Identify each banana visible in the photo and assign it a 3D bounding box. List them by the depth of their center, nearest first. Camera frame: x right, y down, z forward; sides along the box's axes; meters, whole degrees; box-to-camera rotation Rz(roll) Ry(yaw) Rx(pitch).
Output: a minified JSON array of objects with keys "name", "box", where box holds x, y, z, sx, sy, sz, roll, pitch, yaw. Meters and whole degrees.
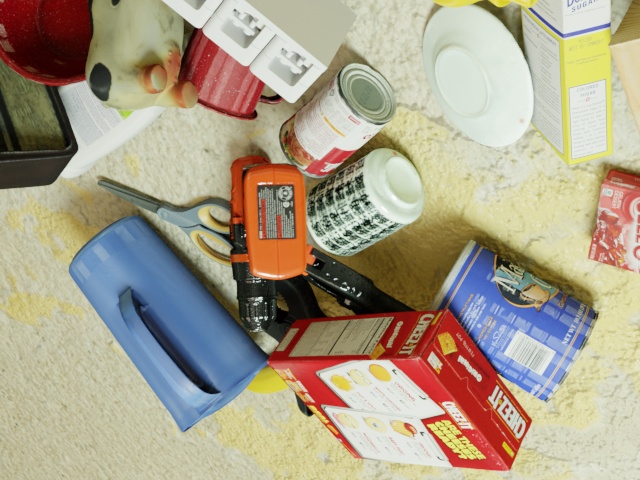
[{"name":"banana","box":[-0.047,0.145,1.279,0.198,0.037,0.069,-28,107,43]}]

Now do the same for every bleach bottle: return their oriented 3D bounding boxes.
[{"name":"bleach bottle","box":[-0.207,-0.151,1.127,0.251,0.068,0.102,-20,108,39]}]

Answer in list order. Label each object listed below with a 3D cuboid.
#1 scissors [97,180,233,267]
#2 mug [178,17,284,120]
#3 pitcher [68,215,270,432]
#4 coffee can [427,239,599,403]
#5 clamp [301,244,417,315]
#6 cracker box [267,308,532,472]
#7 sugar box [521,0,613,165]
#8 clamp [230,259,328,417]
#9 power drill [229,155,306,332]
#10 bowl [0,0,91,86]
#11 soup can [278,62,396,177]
[{"name":"scissors","box":[-0.165,-0.041,1.222,0.202,0.016,0.096,34,134,5]},{"name":"mug","box":[-0.076,-0.167,1.008,0.117,0.093,0.081,17,110,-24]},{"name":"pitcher","box":[-0.181,0.092,1.231,0.243,0.144,0.149,50,145,5]},{"name":"coffee can","box":[0.181,0.077,1.030,0.140,0.102,0.103,30,135,9]},{"name":"clamp","box":[0.034,0.055,1.101,0.171,0.039,0.120,36,161,-25]},{"name":"cracker box","box":[0.076,0.147,1.054,0.214,0.072,0.164,-9,128,47]},{"name":"sugar box","box":[0.193,-0.158,0.840,0.048,0.093,0.176,-13,124,-6]},{"name":"clamp","box":[-0.029,0.100,1.192,0.210,0.036,0.165,46,132,2]},{"name":"power drill","box":[-0.057,0.001,1.048,0.188,0.057,0.184,170,96,-78]},{"name":"bowl","box":[-0.249,-0.230,1.063,0.162,0.055,0.162,0,88,6]},{"name":"soup can","box":[0.016,-0.113,1.009,0.068,0.068,0.102,45,135,-7]}]
